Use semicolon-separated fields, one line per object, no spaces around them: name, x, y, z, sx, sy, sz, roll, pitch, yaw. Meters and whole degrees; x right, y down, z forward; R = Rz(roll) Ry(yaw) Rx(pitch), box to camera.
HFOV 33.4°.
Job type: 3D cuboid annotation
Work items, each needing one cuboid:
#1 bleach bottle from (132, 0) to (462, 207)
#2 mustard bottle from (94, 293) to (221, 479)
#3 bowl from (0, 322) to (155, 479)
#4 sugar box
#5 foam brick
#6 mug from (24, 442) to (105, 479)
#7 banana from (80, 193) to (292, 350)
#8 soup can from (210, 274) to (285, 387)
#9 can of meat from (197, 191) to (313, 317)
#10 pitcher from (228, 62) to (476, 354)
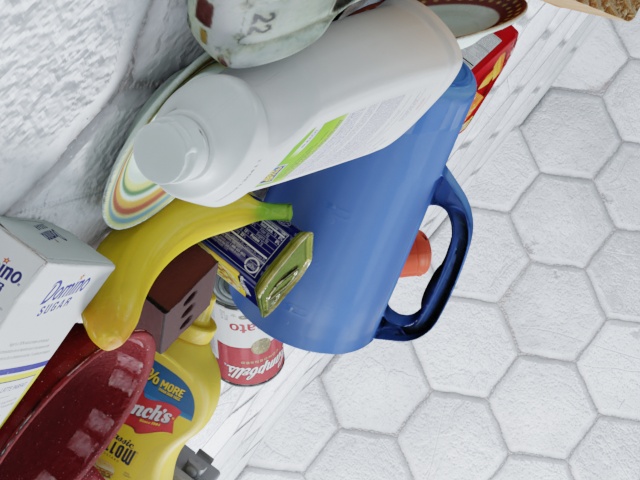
bleach bottle;-0.011;-0.074;0.575;0.103;0.068;0.250;-47;171;29
mustard bottle;-0.128;0.117;0.789;0.192;0.096;0.058;-60;173;14
bowl;-0.171;0.105;0.639;0.162;0.055;0.162;-52;168;-16
sugar box;-0.178;0.070;0.516;0.176;0.048;0.093;-56;172;2
foam brick;-0.106;0.031;0.712;0.053;0.051;0.078;-48;171;-25
mug;-0.205;0.183;0.738;0.117;0.093;0.081;-12;-146;52
banana;-0.091;0.003;0.632;0.197;0.070;0.037;-41;134;-52
soup can;-0.066;0.071;0.944;0.068;0.069;0.102;-45;148;-39
can of meat;-0.055;0.001;0.751;0.057;0.084;0.102;-51;171;-12
pitcher;0.035;-0.036;0.827;0.149;0.145;0.243;0;128;-34
